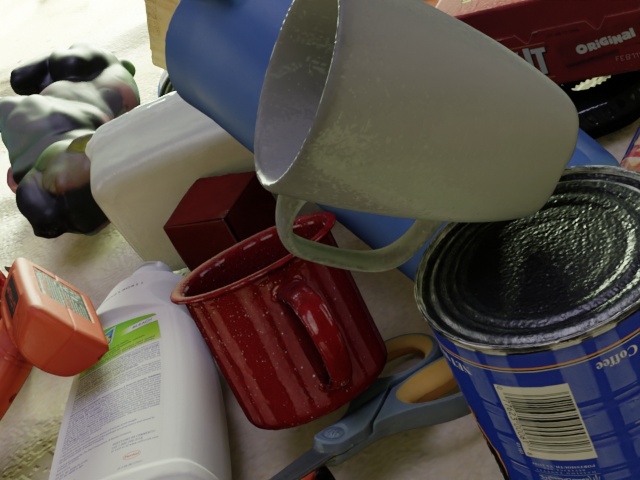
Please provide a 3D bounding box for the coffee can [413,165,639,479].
[{"bbox_3d":[0.110,0.056,0.429,0.103,0.140,0.103,-20,32,13],"label":"coffee can"}]

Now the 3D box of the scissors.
[{"bbox_3d":[0.006,0.091,0.534,0.201,0.016,0.096,-22,20,-18],"label":"scissors"}]

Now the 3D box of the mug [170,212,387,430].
[{"bbox_3d":[-0.013,0.043,0.534,0.093,0.081,0.117,-30,13,-17],"label":"mug"}]

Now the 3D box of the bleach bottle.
[{"bbox_3d":[-0.098,0.086,0.622,0.102,0.068,0.251,-24,30,9],"label":"bleach bottle"}]

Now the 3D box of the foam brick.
[{"bbox_3d":[-0.055,0.001,0.694,0.053,0.078,0.051,-5,40,33],"label":"foam brick"}]

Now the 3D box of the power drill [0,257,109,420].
[{"bbox_3d":[-0.198,0.111,0.606,0.187,0.057,0.185,-52,28,2],"label":"power drill"}]

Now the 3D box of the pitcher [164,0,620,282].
[{"bbox_3d":[0.041,-0.062,0.582,0.149,0.145,0.243,-24,54,-35],"label":"pitcher"}]
